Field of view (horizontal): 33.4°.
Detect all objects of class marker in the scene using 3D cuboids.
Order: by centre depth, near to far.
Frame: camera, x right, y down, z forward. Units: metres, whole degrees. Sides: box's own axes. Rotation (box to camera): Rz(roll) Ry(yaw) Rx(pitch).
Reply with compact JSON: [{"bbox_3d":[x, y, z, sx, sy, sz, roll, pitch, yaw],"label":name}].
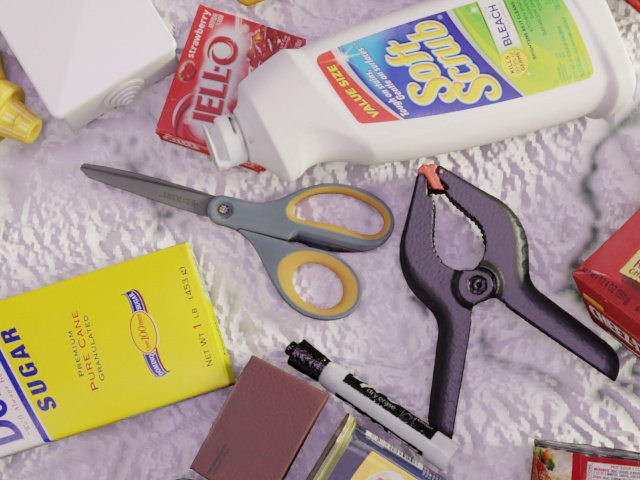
[{"bbox_3d":[0.029,0.098,0.647,0.121,0.020,0.020,33,84,16],"label":"marker"}]

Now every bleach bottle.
[{"bbox_3d":[0.054,-0.088,0.645,0.250,0.068,0.102,-19,82,-8],"label":"bleach bottle"}]

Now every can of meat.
[{"bbox_3d":[0.026,0.167,0.630,0.084,0.057,0.102,31,83,3],"label":"can of meat"}]

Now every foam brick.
[{"bbox_3d":[-0.036,0.114,0.641,0.053,0.051,0.078,29,83,6],"label":"foam brick"}]

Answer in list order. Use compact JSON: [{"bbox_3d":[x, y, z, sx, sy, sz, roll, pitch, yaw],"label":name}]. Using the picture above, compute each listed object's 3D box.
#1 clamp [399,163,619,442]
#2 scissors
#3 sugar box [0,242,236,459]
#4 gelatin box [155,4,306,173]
[{"bbox_3d":[0.108,0.031,0.656,0.120,0.039,0.171,-14,86,0],"label":"clamp"},{"bbox_3d":[-0.054,0.001,0.675,0.202,0.016,0.096,2,82,1],"label":"scissors"},{"bbox_3d":[-0.149,0.071,0.652,0.176,0.048,0.093,-18,82,-3],"label":"sugar box"},{"bbox_3d":[-0.056,-0.096,0.681,0.073,0.030,0.089,18,82,3],"label":"gelatin box"}]
